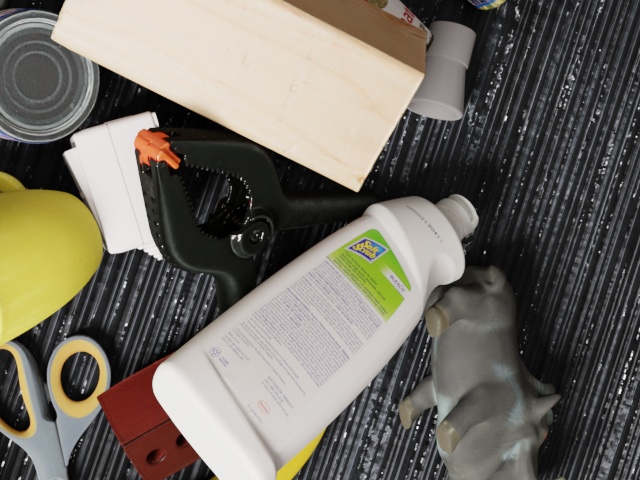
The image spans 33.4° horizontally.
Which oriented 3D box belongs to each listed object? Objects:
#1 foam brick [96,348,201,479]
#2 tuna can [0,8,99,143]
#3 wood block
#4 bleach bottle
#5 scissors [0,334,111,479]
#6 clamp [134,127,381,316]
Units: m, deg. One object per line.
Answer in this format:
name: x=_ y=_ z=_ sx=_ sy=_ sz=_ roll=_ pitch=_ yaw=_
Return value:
foam brick: x=-0.100 y=0.116 z=0.713 sx=0.078 sy=0.051 sz=0.053 roll=-30 pitch=138 yaw=-11
tuna can: x=-0.186 y=-0.105 z=0.682 sx=0.085 sy=0.034 sz=0.086 roll=-8 pitch=104 yaw=-35
wood block: x=-0.046 y=-0.127 z=0.663 sx=0.206 sy=0.090 sz=0.090 roll=26 pitch=116 yaw=-7
bleach bottle: x=0.017 y=0.051 z=0.694 sx=0.250 sy=0.068 sz=0.102 roll=-36 pitch=81 yaw=-28
scissors: x=-0.165 y=0.152 z=0.726 sx=0.096 sy=0.016 sz=0.202 roll=-25 pitch=99 yaw=-13
clamp: x=-0.055 y=0.001 z=0.692 sx=0.209 sy=0.036 sz=0.164 roll=35 pitch=86 yaw=-49
